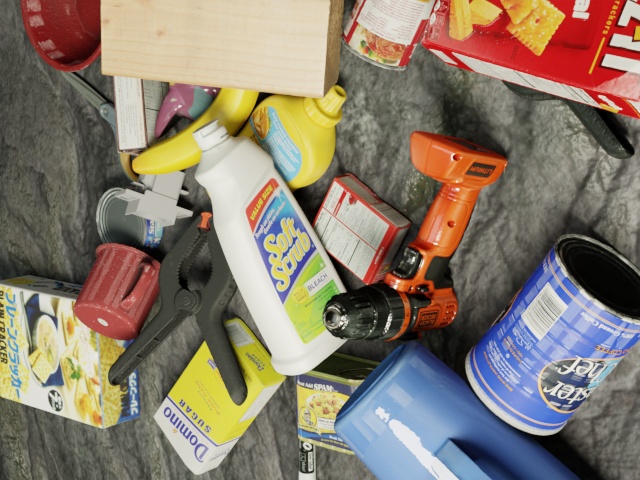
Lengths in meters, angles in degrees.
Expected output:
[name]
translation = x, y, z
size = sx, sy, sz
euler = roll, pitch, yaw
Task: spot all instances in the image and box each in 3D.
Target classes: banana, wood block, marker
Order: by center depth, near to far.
[wood block]
translation = -0.088, -0.192, 0.978
size = 0.206, 0.090, 0.090
euler = 7, 110, 7
[banana]
translation = -0.115, -0.127, 1.080
size = 0.069, 0.037, 0.198
euler = 40, 115, 0
[marker]
translation = -0.014, 0.206, 1.152
size = 0.020, 0.020, 0.121
euler = 9, 105, 37

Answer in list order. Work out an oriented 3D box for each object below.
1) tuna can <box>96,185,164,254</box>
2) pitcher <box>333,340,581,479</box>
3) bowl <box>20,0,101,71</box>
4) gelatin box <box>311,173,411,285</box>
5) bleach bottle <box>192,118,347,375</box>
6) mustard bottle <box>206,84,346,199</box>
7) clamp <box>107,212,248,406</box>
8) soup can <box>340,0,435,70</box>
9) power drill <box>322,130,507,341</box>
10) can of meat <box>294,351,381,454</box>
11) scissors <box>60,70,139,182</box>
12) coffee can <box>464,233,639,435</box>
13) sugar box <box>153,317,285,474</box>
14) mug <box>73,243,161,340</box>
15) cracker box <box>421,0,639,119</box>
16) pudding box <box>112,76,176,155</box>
[tuna can]
translation = -0.225, -0.022, 1.263
size = 0.086, 0.033, 0.086
euler = 10, 105, 37
[pitcher]
translation = 0.131, 0.203, 0.909
size = 0.243, 0.144, 0.149
euler = 43, 133, 2
[bowl]
translation = -0.276, -0.278, 1.235
size = 0.162, 0.055, 0.162
euler = 10, 105, 37
[gelatin box]
translation = 0.038, -0.012, 1.056
size = 0.089, 0.030, 0.073
euler = 40, 123, 26
[bleach bottle]
translation = -0.057, 0.001, 1.041
size = 0.068, 0.102, 0.251
euler = -6, 117, 56
[mustard bottle]
translation = -0.040, -0.093, 1.082
size = 0.192, 0.058, 0.096
euler = -41, 72, 37
[clamp]
translation = -0.130, 0.075, 1.156
size = 0.165, 0.036, 0.210
euler = 13, 79, 21
[soup can]
translation = 0.068, -0.215, 0.962
size = 0.069, 0.068, 0.102
euler = 40, 121, 26
[power drill]
translation = 0.084, 0.000, 0.935
size = 0.057, 0.184, 0.188
euler = 29, 107, 30
[can of meat]
translation = 0.021, 0.166, 1.091
size = 0.102, 0.057, 0.084
euler = 8, 107, 38
[scissors]
translation = -0.250, -0.133, 1.271
size = 0.202, 0.016, 0.096
euler = 25, 113, 33
[coffee can]
translation = 0.201, 0.079, 0.896
size = 0.103, 0.102, 0.140
euler = 46, 124, 22
[sugar box]
translation = -0.118, 0.179, 1.213
size = 0.093, 0.048, 0.176
euler = 50, 124, 22
[mug]
translation = -0.225, 0.059, 1.221
size = 0.093, 0.081, 0.117
euler = 36, 147, -25
[cracker box]
translation = 0.202, -0.196, 0.827
size = 0.214, 0.072, 0.164
euler = 24, 94, 34
[pudding box]
translation = -0.191, -0.149, 1.163
size = 0.039, 0.090, 0.113
euler = -6, 89, 15
